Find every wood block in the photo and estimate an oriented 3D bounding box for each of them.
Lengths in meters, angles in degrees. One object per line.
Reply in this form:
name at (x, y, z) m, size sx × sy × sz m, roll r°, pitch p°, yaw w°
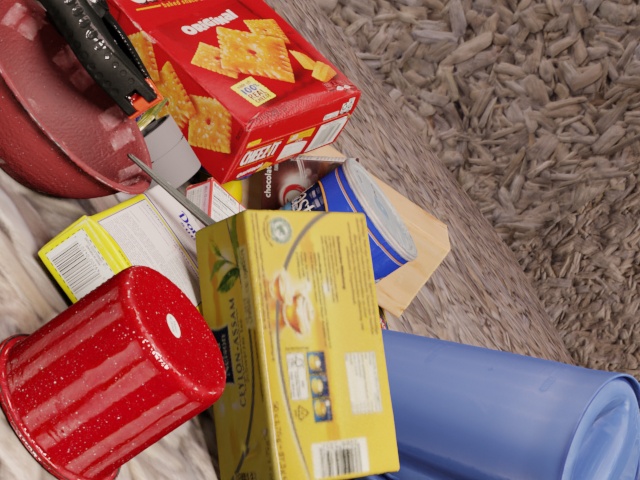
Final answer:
wood block at (0.017, -0.026, 1.053) m, size 0.206 × 0.090 × 0.091 m, roll 34°, pitch 15°, yaw -6°

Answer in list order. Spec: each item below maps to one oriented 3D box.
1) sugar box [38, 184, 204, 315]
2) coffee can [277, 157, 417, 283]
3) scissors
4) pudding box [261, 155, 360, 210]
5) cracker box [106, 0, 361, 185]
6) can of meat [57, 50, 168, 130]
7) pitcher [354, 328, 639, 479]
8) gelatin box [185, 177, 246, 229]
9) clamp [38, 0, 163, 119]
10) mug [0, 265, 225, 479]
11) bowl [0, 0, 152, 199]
sugar box at (-0.114, 0.019, 0.705) m, size 0.093 × 0.048 × 0.176 m, roll 56°, pitch 9°, yaw -4°
coffee can at (-0.003, 0.010, 0.916) m, size 0.102 × 0.140 × 0.103 m, roll 51°, pitch 13°, yaw -18°
scissors at (-0.055, 0.001, 0.754) m, size 0.201 × 0.016 × 0.096 m, roll 46°, pitch 12°, yaw -12°
pudding box at (-0.009, -0.022, 0.984) m, size 0.039 × 0.090 × 0.113 m, roll -61°, pitch 154°, yaw -79°
cracker box at (-0.091, -0.159, 0.928) m, size 0.214 × 0.072 × 0.163 m, roll 45°, pitch 39°, yaw 16°
can of meat at (-0.169, -0.115, 0.814) m, size 0.084 × 0.057 × 0.102 m, roll 50°, pitch 13°, yaw -14°
pitcher at (0.090, 0.136, 0.754) m, size 0.243 × 0.145 × 0.149 m, roll 11°, pitch -19°, yaw 38°
gelatin box at (-0.079, 0.006, 0.849) m, size 0.073 × 0.030 × 0.089 m, roll 43°, pitch 37°, yaw -45°
clamp at (-0.167, -0.157, 0.706) m, size 0.171 × 0.039 × 0.120 m, roll 55°, pitch 15°, yaw -7°
mug at (-0.098, 0.068, 0.552) m, size 0.093 × 0.081 × 0.117 m, roll 60°, pitch 14°, yaw 19°
bowl at (-0.181, -0.083, 0.690) m, size 0.162 × 0.055 × 0.162 m, roll 52°, pitch 13°, yaw -18°
